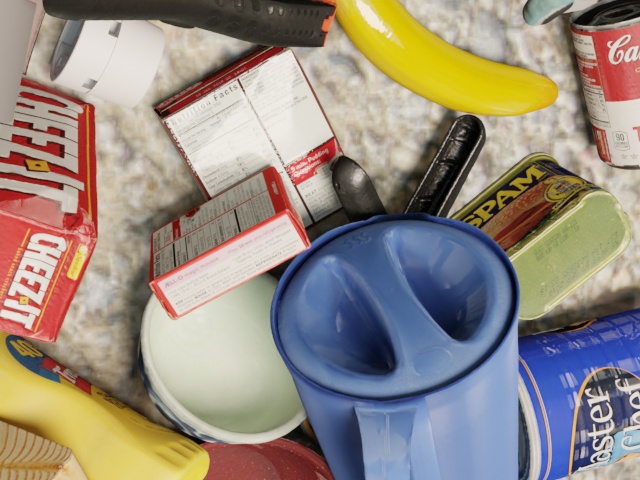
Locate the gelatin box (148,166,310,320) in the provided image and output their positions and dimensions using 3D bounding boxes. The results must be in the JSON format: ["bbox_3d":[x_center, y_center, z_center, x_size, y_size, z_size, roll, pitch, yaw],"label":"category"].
[{"bbox_3d":[-0.054,0.001,0.609,0.089,0.073,0.030,-29,114,3],"label":"gelatin box"}]

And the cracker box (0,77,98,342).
[{"bbox_3d":[-0.221,-0.048,0.528,0.213,0.164,0.072,19,115,-22],"label":"cracker box"}]

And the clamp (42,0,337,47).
[{"bbox_3d":[-0.076,-0.132,0.564,0.209,0.165,0.036,8,113,-30],"label":"clamp"}]

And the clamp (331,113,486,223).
[{"bbox_3d":[0.043,0.004,0.679,0.120,0.039,0.171,-8,121,-36],"label":"clamp"}]

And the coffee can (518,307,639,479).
[{"bbox_3d":[0.187,0.108,0.747,0.140,0.103,0.103,-12,112,-13],"label":"coffee can"}]

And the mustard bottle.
[{"bbox_3d":[-0.160,0.100,0.629,0.192,0.096,0.058,30,84,9],"label":"mustard bottle"}]

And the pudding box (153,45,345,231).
[{"bbox_3d":[-0.036,-0.054,0.656,0.090,0.039,0.113,-30,113,-4],"label":"pudding box"}]

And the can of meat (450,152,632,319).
[{"bbox_3d":[0.141,-0.002,0.704,0.102,0.084,0.057,-38,115,-1],"label":"can of meat"}]

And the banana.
[{"bbox_3d":[0.068,-0.125,0.664,0.197,0.037,0.069,37,95,-25],"label":"banana"}]

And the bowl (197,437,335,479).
[{"bbox_3d":[-0.063,0.192,0.725,0.162,0.055,0.162,-6,110,-15],"label":"bowl"}]

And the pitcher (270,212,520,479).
[{"bbox_3d":[0.057,0.117,0.637,0.149,0.145,0.243,-37,138,-21],"label":"pitcher"}]
